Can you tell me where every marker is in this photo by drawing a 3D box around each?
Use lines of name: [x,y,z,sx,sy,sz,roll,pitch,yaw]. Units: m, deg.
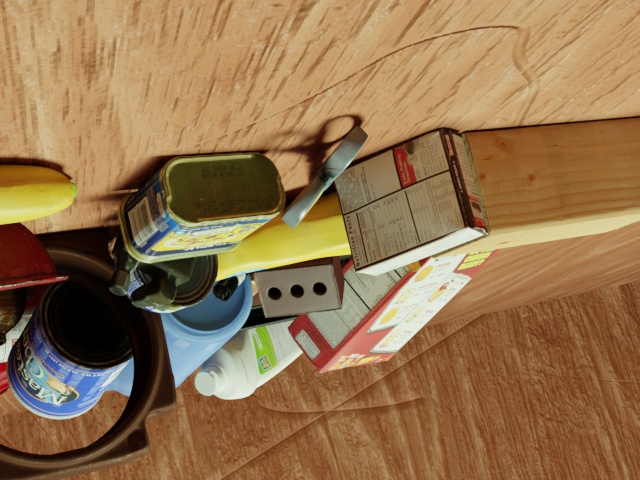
marker: [-0.073,0.023,1.032,0.020,0.020,0.121,-18,-160,30]

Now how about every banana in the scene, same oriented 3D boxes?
banana: [-0.237,-0.022,0.672,0.197,0.037,0.070,-7,169,-32]

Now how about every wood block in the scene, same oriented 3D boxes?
wood block: [0.197,-0.047,0.950,0.205,0.090,0.091,-8,170,-29]

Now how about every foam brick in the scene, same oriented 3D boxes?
foam brick: [-0.020,0.035,1.020,0.078,0.053,0.051,-7,-151,10]

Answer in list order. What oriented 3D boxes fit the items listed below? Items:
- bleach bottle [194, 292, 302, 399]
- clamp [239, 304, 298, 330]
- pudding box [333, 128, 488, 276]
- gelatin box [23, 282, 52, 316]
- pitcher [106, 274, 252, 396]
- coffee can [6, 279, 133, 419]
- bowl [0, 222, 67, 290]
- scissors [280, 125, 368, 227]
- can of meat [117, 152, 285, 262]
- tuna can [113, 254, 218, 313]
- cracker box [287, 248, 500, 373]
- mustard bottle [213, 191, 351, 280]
bleach bottle: [-0.080,0.120,1.305,0.068,0.102,0.250,-19,-173,29]
clamp: [0.021,0.066,1.255,0.209,0.036,0.165,-2,162,-42]
pudding box: [0.071,-0.030,0.872,0.114,0.090,0.039,-23,163,32]
gelatin box: [-0.270,0.054,1.099,0.073,0.030,0.089,-21,167,36]
pitcher: [-0.154,0.074,1.131,0.144,0.149,0.243,8,160,-23]
coffee can: [-0.238,0.102,1.034,0.102,0.103,0.141,-7,157,-32]
bowl: [-0.262,0.014,0.747,0.162,0.055,0.162,-9,180,0]
scissors: [-0.009,-0.036,0.835,0.096,0.016,0.202,-51,-178,-19]
can of meat: [-0.088,-0.026,0.795,0.101,0.057,0.084,-8,167,-33]
tuna can: [-0.131,0.018,0.902,0.085,0.086,0.034,-4,169,-42]
cracker box: [0.085,0.042,1.136,0.214,0.072,0.164,-48,157,20]
mustard bottle: [-0.056,0.001,0.974,0.191,0.058,0.096,-13,-170,1]
